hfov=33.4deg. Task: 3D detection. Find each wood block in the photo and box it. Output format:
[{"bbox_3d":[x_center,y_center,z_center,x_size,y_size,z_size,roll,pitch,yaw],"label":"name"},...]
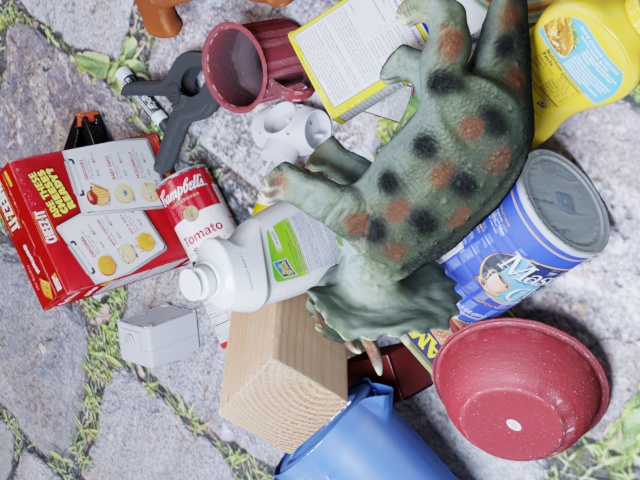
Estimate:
[{"bbox_3d":[-0.034,0.096,1.070,0.090,0.206,0.091,33,120,-21],"label":"wood block"}]

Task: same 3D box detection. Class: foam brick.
[{"bbox_3d":[0.067,0.140,1.112,0.078,0.051,0.053,-18,92,45],"label":"foam brick"}]

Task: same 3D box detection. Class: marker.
[{"bbox_3d":[-0.208,-0.165,1.292,0.121,0.020,0.020,50,131,20],"label":"marker"}]

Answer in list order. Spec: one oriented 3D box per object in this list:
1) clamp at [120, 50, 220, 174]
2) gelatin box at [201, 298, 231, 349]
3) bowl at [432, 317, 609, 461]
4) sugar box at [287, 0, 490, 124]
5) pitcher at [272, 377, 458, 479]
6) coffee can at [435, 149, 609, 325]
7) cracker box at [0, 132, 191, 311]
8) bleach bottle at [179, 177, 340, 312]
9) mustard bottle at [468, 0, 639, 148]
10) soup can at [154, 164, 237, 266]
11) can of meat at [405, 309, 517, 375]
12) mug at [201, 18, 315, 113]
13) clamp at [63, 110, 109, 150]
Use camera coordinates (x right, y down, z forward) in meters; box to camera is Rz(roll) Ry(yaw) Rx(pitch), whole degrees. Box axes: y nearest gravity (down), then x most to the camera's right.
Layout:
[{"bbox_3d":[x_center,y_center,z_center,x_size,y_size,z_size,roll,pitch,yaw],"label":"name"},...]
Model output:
[{"bbox_3d":[-0.158,-0.154,1.225,0.172,0.039,0.120,-23,88,40],"label":"clamp"},{"bbox_3d":[-0.103,0.077,1.265,0.073,0.030,0.089,-27,84,46],"label":"gelatin box"},{"bbox_3d":[0.175,0.147,0.960,0.162,0.055,0.162,10,129,12],"label":"bowl"},{"bbox_3d":[0.068,-0.189,0.956,0.176,0.048,0.093,-29,81,10],"label":"sugar box"},{"bbox_3d":[0.074,0.270,1.058,0.243,0.144,0.149,46,158,-1],"label":"pitcher"},{"bbox_3d":[0.166,0.000,0.938,0.141,0.102,0.103,-40,75,43],"label":"coffee can"},{"bbox_3d":[-0.254,-0.026,1.243,0.072,0.213,0.164,-33,81,44],"label":"cracker box"},{"bbox_3d":[-0.035,0.003,1.023,0.068,0.250,0.102,-29,83,44],"label":"bleach bottle"},{"bbox_3d":[0.210,-0.151,0.875,0.192,0.058,0.096,-29,105,44],"label":"mustard bottle"},{"bbox_3d":[-0.140,-0.028,1.239,0.069,0.068,0.102,-35,79,43],"label":"soup can"},{"bbox_3d":[0.136,0.088,1.027,0.102,0.057,0.084,49,128,20],"label":"can of meat"},{"bbox_3d":[-0.053,-0.178,1.098,0.117,0.081,0.093,36,127,28],"label":"mug"},{"bbox_3d":[-0.294,-0.061,1.394,0.165,0.036,0.210,26,119,35],"label":"clamp"}]
